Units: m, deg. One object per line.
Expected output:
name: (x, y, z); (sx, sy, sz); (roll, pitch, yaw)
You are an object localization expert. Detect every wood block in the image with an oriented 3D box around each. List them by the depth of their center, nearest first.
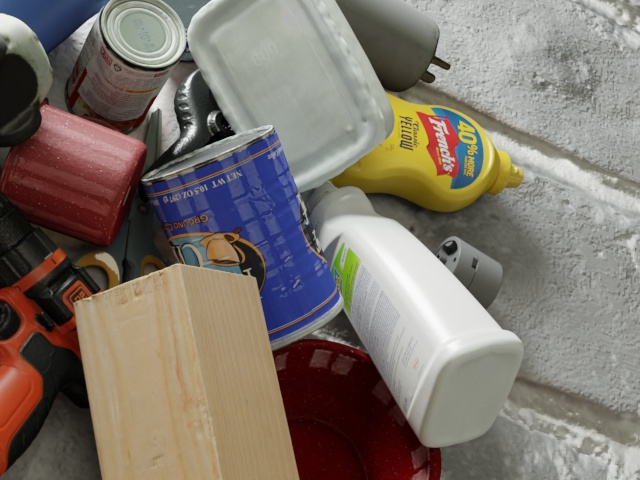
wood block: (-0.078, 0.129, 0.668); (0.090, 0.090, 0.206); (14, 59, -60)

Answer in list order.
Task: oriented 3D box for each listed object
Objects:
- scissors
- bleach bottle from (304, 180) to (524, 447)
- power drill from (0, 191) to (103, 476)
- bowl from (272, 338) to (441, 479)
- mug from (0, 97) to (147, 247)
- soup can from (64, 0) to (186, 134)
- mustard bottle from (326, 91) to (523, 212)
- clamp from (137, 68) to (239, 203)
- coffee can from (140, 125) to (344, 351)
scissors: (-0.154, -0.016, 0.809); (0.096, 0.016, 0.202); (0, 66, -27)
bleach bottle: (0.052, 0.031, 0.800); (0.068, 0.103, 0.251); (-7, 41, -25)
power drill: (-0.209, 0.067, 0.662); (0.184, 0.057, 0.187); (52, 38, -12)
bowl: (0.003, 0.151, 0.768); (0.162, 0.055, 0.162); (15, 45, -15)
mug: (-0.173, -0.052, 0.768); (0.081, 0.093, 0.117); (20, 34, -5)
soup can: (-0.150, -0.133, 0.816); (0.068, 0.102, 0.068); (12, 62, -23)
mustard bottle: (0.094, -0.075, 0.938); (0.191, 0.058, 0.096); (12, 61, -22)
clamp: (-0.076, -0.077, 0.866); (0.120, 0.039, 0.171); (32, 52, -27)
coffee can: (-0.055, 0.001, 0.770); (0.102, 0.103, 0.140); (-30, 104, -35)
